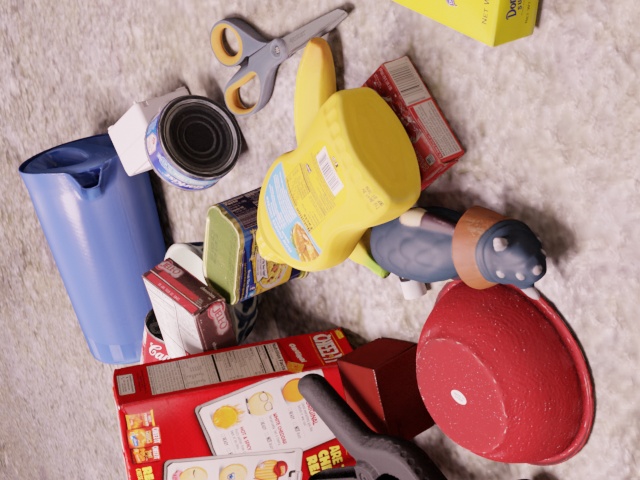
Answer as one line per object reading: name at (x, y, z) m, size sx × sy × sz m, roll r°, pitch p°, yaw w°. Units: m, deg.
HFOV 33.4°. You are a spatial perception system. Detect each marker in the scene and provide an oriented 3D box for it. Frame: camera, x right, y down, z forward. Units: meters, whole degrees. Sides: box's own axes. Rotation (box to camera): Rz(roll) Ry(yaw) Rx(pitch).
marker at (0.059, -0.012, 0.847) m, size 0.020 × 0.020 × 0.121 m, roll -4°, pitch 105°, yaw 55°

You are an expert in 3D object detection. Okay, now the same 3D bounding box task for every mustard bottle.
mustard bottle at (-0.001, -0.030, 0.820) m, size 0.192 × 0.058 × 0.096 m, roll -42°, pitch 69°, yaw 52°

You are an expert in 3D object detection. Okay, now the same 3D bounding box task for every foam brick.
foam brick at (0.055, 0.129, 0.907) m, size 0.051 × 0.052 × 0.078 m, roll 8°, pitch 115°, yaw 52°

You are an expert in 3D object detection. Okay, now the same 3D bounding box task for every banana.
banana at (0.012, -0.064, 0.868) m, size 0.070 × 0.037 × 0.198 m, roll -9°, pitch 101°, yaw 50°

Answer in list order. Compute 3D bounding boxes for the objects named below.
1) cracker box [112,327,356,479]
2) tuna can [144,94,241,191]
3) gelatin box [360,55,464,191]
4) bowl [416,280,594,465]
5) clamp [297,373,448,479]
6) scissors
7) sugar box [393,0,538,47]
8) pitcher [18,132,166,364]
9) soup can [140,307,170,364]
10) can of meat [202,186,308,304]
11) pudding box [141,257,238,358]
cracker box at (-0.071, 0.178, 0.966) m, size 0.072 × 0.213 × 0.164 m, roll -120°, pitch 24°, yaw -60°
tuna can at (-0.117, -0.091, 0.988) m, size 0.034 × 0.085 × 0.086 m, roll -29°, pitch 85°, yaw 55°
gelatin box at (0.059, -0.080, 0.798) m, size 0.089 × 0.030 × 0.073 m, roll 61°, pitch 146°, yaw 9°
bowl at (0.122, 0.105, 0.797) m, size 0.162 × 0.055 × 0.162 m, roll 33°, pitch 134°, yaw 41°
clamp at (0.044, 0.193, 0.881) m, size 0.172 × 0.039 × 0.120 m, roll 32°, pitch 140°, yaw 37°
scissors at (-0.044, -0.174, 0.899) m, size 0.096 × 0.016 × 0.202 m, roll 61°, pitch 146°, yaw 9°
sugar box at (0.067, -0.201, 0.700) m, size 0.176 × 0.048 × 0.093 m, roll 33°, pitch 134°, yaw 39°
pitcher at (-0.235, 0.006, 1.185) m, size 0.145 × 0.149 × 0.243 m, roll 0°, pitch 114°, yaw 29°
soup can at (-0.158, 0.126, 1.137) m, size 0.069 × 0.068 × 0.102 m, roll 40°, pitch 132°, yaw 34°
can of meat at (-0.056, 0.001, 0.958) m, size 0.057 × 0.083 × 0.102 m, roll 40°, pitch 139°, yaw 34°
pudding box at (-0.117, 0.082, 0.997) m, size 0.090 × 0.039 × 0.113 m, roll 33°, pitch 144°, yaw 41°
